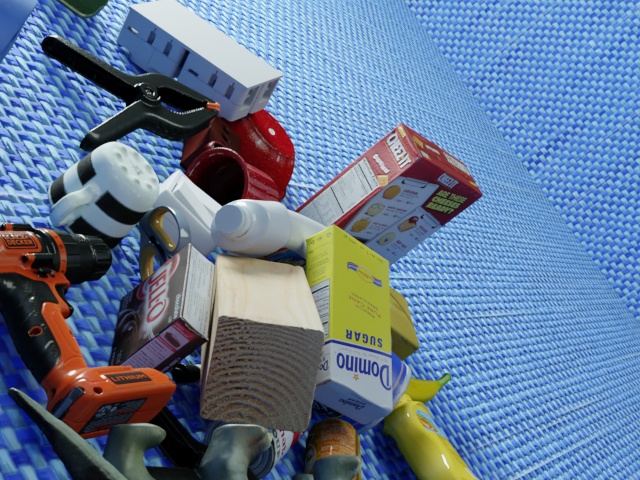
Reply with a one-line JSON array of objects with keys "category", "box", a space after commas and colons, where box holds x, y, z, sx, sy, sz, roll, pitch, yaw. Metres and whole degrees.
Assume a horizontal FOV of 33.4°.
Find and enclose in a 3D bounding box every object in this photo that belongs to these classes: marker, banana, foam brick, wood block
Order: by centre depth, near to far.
[{"category": "wood block", "box": [-0.056, 0.085, 0.951, 0.090, 0.091, 0.206, 9, 12, -8]}, {"category": "marker", "box": [-0.099, 0.127, 1.009, 0.120, 0.020, 0.020, 14, 41, -58]}, {"category": "banana", "box": [0.077, 0.151, 1.279, 0.197, 0.037, 0.069, 35, 63, -32]}, {"category": "foam brick", "box": [-0.132, -0.109, 1.295, 0.053, 0.051, 0.078, 41, 22, -24]}]

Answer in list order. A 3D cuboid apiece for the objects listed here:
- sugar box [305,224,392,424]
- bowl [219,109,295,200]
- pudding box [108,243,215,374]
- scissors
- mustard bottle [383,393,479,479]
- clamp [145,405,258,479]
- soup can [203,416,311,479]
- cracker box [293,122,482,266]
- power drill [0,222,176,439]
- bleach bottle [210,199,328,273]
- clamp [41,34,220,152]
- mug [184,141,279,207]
[{"category": "sugar box", "box": [0.027, 0.081, 1.047, 0.093, 0.048, 0.176, 32, 42, -37]}, {"category": "bowl", "box": [-0.085, -0.131, 1.429, 0.162, 0.055, 0.162, 42, 23, -22]}, {"category": "pudding box", "box": [-0.137, 0.067, 0.932, 0.039, 0.090, 0.113, 41, 23, -27]}, {"category": "scissors", "box": [-0.179, -0.011, 1.060, 0.016, 0.096, 0.202, 8, 12, -34]}, {"category": "mustard bottle", "box": [0.121, 0.236, 1.194, 0.096, 0.058, 0.192, 43, 7, -47]}, {"category": "clamp", "box": [-0.105, 0.184, 0.875, 0.171, 0.039, 0.120, 35, 31, -30]}, {"category": "soup can", "box": [-0.056, 0.169, 0.960, 0.068, 0.069, 0.102, 52, 21, 2]}, {"category": "cracker box", "box": [0.078, -0.042, 1.385, 0.164, 0.214, 0.072, 23, 34, -51]}, {"category": "power drill", "box": [-0.196, 0.064, 0.835, 0.188, 0.057, 0.184, 48, 24, 22]}, {"category": "bleach bottle", "box": [-0.057, 0.001, 1.118, 0.250, 0.103, 0.068, 29, 51, -70]}, {"category": "clamp", "box": [-0.208, -0.162, 1.198, 0.209, 0.036, 0.165, -3, 54, -46]}, {"category": "mug", "box": [-0.103, -0.060, 1.217, 0.081, 0.093, 0.117, 25, 40, -58]}]
